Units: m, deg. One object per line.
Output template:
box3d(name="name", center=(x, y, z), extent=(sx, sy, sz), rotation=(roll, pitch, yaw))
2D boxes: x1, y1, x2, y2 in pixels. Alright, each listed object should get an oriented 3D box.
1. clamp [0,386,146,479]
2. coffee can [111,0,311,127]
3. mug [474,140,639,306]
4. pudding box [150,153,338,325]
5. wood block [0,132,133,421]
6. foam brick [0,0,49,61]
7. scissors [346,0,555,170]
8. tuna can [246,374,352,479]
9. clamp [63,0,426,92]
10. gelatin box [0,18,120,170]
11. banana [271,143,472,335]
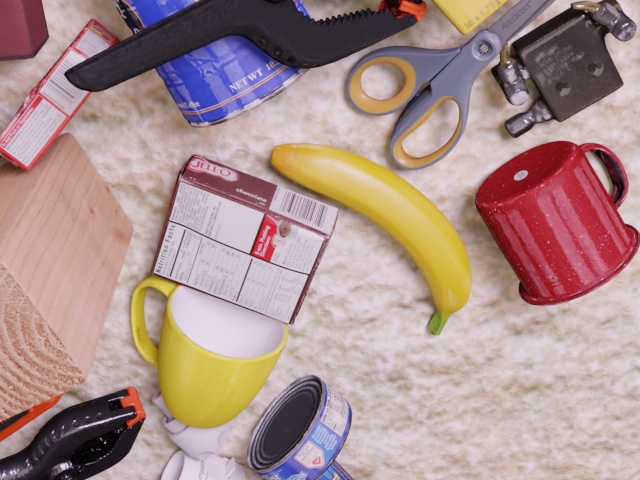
box3d(name="clamp", center=(-0.203, 0.178, 0.839), extent=(0.171, 0.039, 0.120), rotation=(-30, 150, 3))
box3d(name="coffee can", center=(-0.074, -0.155, 0.656), extent=(0.103, 0.103, 0.140), rotation=(-27, 113, 11))
box3d(name="mug", center=(0.168, -0.022, 0.739), extent=(0.117, 0.093, 0.081), rotation=(-40, 108, -17))
box3d(name="pudding box", center=(-0.055, 0.001, 0.752), extent=(0.113, 0.039, 0.090), rotation=(22, 126, -1))
box3d(name="wood block", center=(-0.191, 0.019, 0.679), extent=(0.091, 0.206, 0.090), rotation=(-25, 113, 10))
box3d(name="foam brick", center=(-0.221, -0.145, 0.686), extent=(0.078, 0.053, 0.051), rotation=(-6, 115, 1))
box3d(name="scissors", center=(0.086, -0.130, 0.686), extent=(0.096, 0.016, 0.202), rotation=(32, 128, 2))
box3d(name="tuna can", center=(-0.016, 0.147, 0.810), extent=(0.033, 0.086, 0.086), rotation=(40, 108, -19))
box3d(name="clamp", center=(-0.038, -0.141, 0.596), extent=(0.209, 0.036, 0.164), rotation=(15, 96, -29))
box3d(name="gelatin box", center=(-0.171, -0.096, 0.699), extent=(0.030, 0.073, 0.089), rotation=(38, 110, -16))
box3d(name="banana", center=(0.051, -0.009, 0.764), extent=(0.070, 0.037, 0.197), rotation=(-37, 111, 15))
